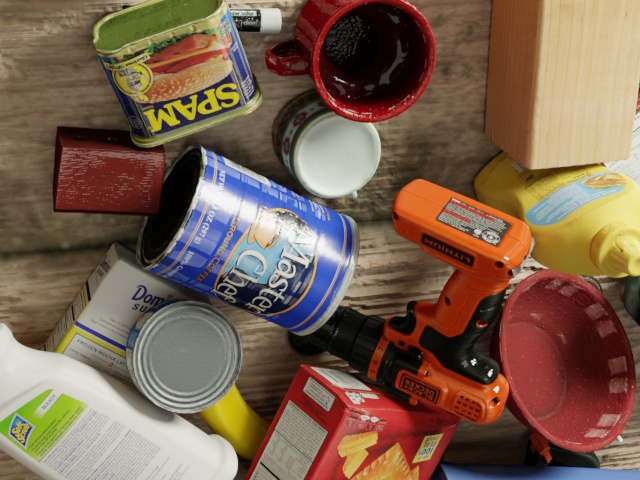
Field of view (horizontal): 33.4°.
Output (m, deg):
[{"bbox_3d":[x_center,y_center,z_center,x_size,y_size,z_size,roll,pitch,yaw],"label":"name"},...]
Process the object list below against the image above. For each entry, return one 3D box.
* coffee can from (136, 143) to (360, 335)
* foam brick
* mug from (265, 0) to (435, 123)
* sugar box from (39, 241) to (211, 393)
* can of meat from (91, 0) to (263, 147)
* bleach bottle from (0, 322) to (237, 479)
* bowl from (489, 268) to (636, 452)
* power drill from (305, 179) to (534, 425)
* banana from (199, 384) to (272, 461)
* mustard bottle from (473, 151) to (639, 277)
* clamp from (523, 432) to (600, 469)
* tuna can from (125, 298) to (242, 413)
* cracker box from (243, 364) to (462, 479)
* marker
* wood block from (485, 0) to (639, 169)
[{"bbox_3d":[-0.055,0.001,0.820,0.140,0.103,0.103,25,105,-24],"label":"coffee can"},{"bbox_3d":[-0.159,-0.052,0.795,0.078,0.053,0.051,2,113,-18],"label":"foam brick"},{"bbox_3d":[0.016,-0.140,0.787,0.117,0.081,0.093,-13,117,-10],"label":"mug"},{"bbox_3d":[-0.174,0.097,0.863,0.093,0.048,0.176,32,98,-26],"label":"sugar box"},{"bbox_3d":[-0.102,-0.126,0.760,0.102,0.057,0.084,-19,132,0],"label":"can of meat"},{"bbox_3d":[-0.187,0.134,0.814,0.250,0.068,0.102,41,88,-23],"label":"bleach bottle"},{"bbox_3d":[0.203,0.110,0.943,0.161,0.055,0.162,12,66,-30],"label":"bowl"},{"bbox_3d":[0.077,0.046,0.843,0.184,0.057,0.188,23,132,14],"label":"power drill"},{"bbox_3d":[-0.060,0.150,0.915,0.069,0.037,0.197,-49,129,-1],"label":"banana"},{"bbox_3d":[0.198,-0.021,0.830,0.096,0.192,0.058,-25,118,-4],"label":"mustard bottle"},{"bbox_3d":[0.242,0.256,1.058,0.120,0.039,0.171,-44,118,3],"label":"clamp"},{"bbox_3d":[-0.106,0.088,0.821,0.086,0.034,0.086,-1,92,-22],"label":"tuna can"},{"bbox_3d":[0.011,0.220,0.916,0.163,0.072,0.214,15,104,-48],"label":"cracker box"},{"bbox_3d":[-0.089,-0.162,0.783,0.121,0.020,0.020,-2,114,-15],"label":"marker"},{"bbox_3d":[0.188,-0.168,0.818,0.090,0.091,0.206,-7,116,-13],"label":"wood block"}]
